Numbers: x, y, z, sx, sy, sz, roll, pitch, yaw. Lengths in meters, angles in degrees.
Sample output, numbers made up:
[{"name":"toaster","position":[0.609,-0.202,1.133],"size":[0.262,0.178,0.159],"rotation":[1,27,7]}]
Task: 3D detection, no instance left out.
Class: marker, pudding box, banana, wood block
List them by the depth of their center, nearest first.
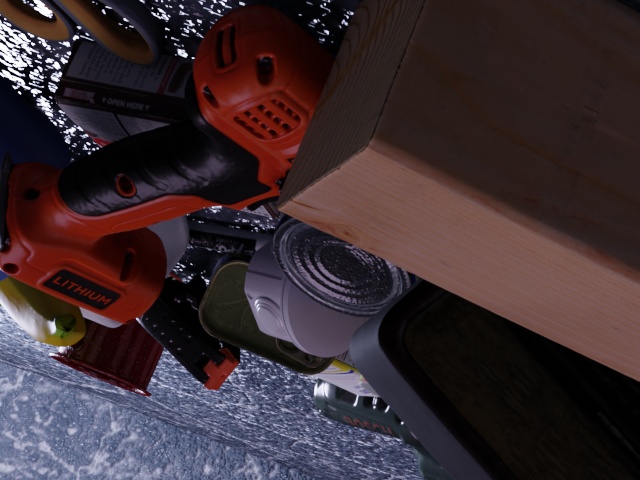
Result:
[{"name":"wood block","position":[0.103,-0.015,0.381],"size":[0.206,0.090,0.091],"rotation":[25,163,-14]},{"name":"pudding box","position":[-0.072,-0.056,0.557],"size":[0.090,0.039,0.113],"rotation":[12,164,22]},{"name":"banana","position":[-0.198,0.007,0.678],"size":[0.198,0.037,0.070],"rotation":[44,144,29]},{"name":"marker","position":[-0.055,0.001,0.750],"size":[0.121,0.020,0.020],"rotation":[9,160,35]}]

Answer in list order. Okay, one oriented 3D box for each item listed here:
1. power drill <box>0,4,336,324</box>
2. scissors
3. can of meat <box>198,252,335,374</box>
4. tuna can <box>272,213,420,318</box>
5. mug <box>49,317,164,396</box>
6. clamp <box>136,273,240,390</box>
[{"name":"power drill","position":[-0.041,-0.019,0.493],"size":[0.188,0.057,0.184],"rotation":[-22,146,26]},{"name":"scissors","position":[-0.145,-0.131,0.441],"size":[0.096,0.016,0.201],"rotation":[6,158,41]},{"name":"can of meat","position":[-0.036,0.049,0.779],"size":[0.102,0.057,0.084],"rotation":[23,-176,-7]},{"name":"tuna can","position":[0.017,0.004,0.597],"size":[0.086,0.033,0.086],"rotation":[18,142,15]},{"name":"mug","position":[-0.180,0.075,0.913],"size":[0.093,0.081,0.117],"rotation":[9,161,39]},{"name":"clamp","position":[-0.112,0.051,0.833],"size":[0.164,0.036,0.210],"rotation":[32,-173,-47]}]
